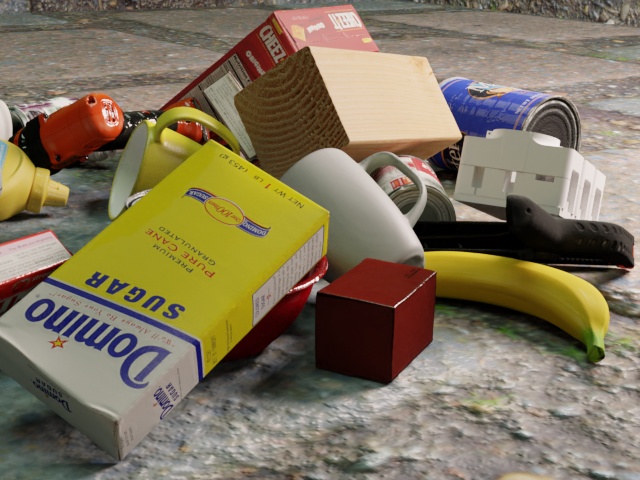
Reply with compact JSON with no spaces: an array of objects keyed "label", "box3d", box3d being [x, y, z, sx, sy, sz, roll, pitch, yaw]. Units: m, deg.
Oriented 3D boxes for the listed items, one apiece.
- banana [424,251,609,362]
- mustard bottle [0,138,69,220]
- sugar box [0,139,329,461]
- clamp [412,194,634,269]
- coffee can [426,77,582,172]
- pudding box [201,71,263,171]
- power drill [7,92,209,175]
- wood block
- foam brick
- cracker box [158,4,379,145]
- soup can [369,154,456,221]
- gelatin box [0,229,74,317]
[{"label":"banana","box3d":[0.125,0.034,0.753,0.198,0.037,0.069,16,22,39]},{"label":"mustard bottle","box3d":[-0.319,-0.061,0.942,0.191,0.058,0.096,13,34,-16]},{"label":"sugar box","box3d":[-0.084,0.026,0.585,0.093,0.048,0.176,31,54,20]},{"label":"clamp","box3d":[0.157,-0.001,0.820,0.209,0.036,0.165,8,-9,-38]},{"label":"coffee can","box3d":[0.188,-0.113,1.129,0.102,0.103,0.141,-12,22,-38]},{"label":"pudding box","box3d":[-0.058,-0.093,1.000,0.039,0.090,0.114,-38,53,1]},{"label":"power drill","box3d":[-0.217,-0.095,1.059,0.185,0.057,0.187,-18,-3,37]},{"label":"wood block","box3d":[0.029,-0.109,0.953,0.090,0.091,0.205,-29,-10,32]},{"label":"foam brick","box3d":[0.036,0.049,0.673,0.053,0.051,0.078,11,19,25]},{"label":"cracker box","box3d":[-0.065,-0.169,1.161,0.214,0.072,0.163,-33,-4,33]},{"label":"soup can","box3d":[0.074,-0.028,0.901,0.068,0.068,0.102,1,17,-3]},{"label":"gelatin box","box3d":[-0.204,0.036,0.658,0.030,0.073,0.089,47,32,12]}]
